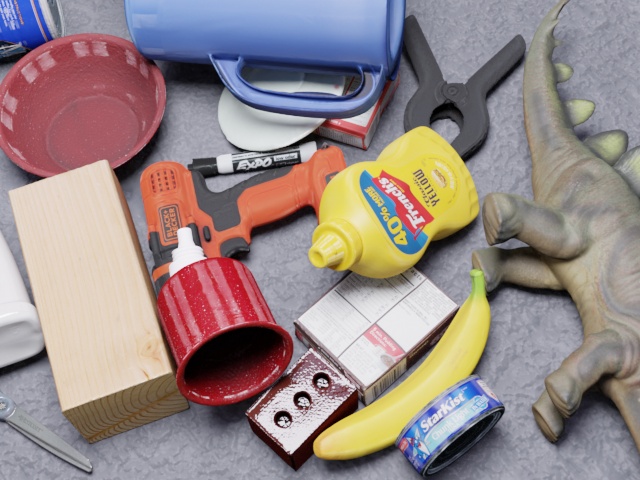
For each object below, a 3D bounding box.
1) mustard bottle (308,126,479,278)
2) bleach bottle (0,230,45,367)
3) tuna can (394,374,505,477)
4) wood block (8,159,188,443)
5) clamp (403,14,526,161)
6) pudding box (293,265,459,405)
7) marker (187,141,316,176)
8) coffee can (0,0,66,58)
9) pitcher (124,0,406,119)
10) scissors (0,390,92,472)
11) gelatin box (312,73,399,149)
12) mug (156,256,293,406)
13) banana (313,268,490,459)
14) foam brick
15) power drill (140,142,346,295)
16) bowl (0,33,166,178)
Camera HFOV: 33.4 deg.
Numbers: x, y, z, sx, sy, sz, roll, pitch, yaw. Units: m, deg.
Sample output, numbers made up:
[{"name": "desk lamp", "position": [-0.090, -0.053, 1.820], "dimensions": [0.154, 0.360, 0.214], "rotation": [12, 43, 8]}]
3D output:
[{"name": "mustard bottle", "position": [0.053, -0.023, 0.879], "dimensions": [0.191, 0.058, 0.096], "rotation": [-33, 93, -45]}, {"name": "bleach bottle", "position": [-0.321, -0.001, 0.937], "dimensions": [0.102, 0.068, 0.251], "rotation": [-18, 54, -15]}, {"name": "tuna can", "position": [0.101, 0.144, 0.827], "dimensions": [0.086, 0.086, 0.034], "rotation": [-34, 67, -13]}, {"name": "wood block", "position": [-0.186, 0.049, 0.894], "dimensions": [0.090, 0.090, 0.206], "rotation": [-19, 63, -6]}, {"name": "clamp", "position": [0.113, -0.138, 0.999], "dimensions": [0.120, 0.039, 0.171], "rotation": [17, 65, 14]}, {"name": "pudding box", "position": [0.047, 0.067, 0.897], "dimensions": [0.113, 0.039, 0.090], "rotation": [-39, 66, -18]}, {"name": "marker", "position": [-0.063, -0.074, 0.989], "dimensions": [0.121, 0.020, 0.020], "rotation": [-8, 62, 0]}, {"name": "coffee can", "position": [-0.330, -0.226, 1.039], "dimensions": [0.140, 0.103, 0.103], "rotation": [-14, 63, -3]}, {"name": "pitcher", "position": [-0.046, -0.202, 0.949], "dimensions": [0.243, 0.145, 0.149], "rotation": [3, 32, 11]}, {"name": "scissors", "position": [-0.266, 0.122, 0.903], "dimensions": [0.202, 0.016, 0.096], "rotation": [15, 65, 11]}, {"name": "gelatin box", "position": [0.026, -0.137, 1.009], "dimensions": [0.073, 0.030, 0.089], "rotation": [19, 65, 15]}, {"name": "mug", "position": [-0.074, 0.074, 0.834], "dimensions": [0.093, 0.117, 0.081], "rotation": [-30, 50, 1]}, {"name": "banana", "position": [0.077, 0.113, 0.859], "dimensions": [0.197, 0.037, 0.069], "rotation": [-47, 111, -12]}, {"name": "foam brick", "position": [-0.013, 0.136, 0.858], "dimensions": [0.053, 0.051, 0.078], "rotation": [39, 71, 20]}, {"name": "power drill", "position": [-0.056, 0.001, 0.927], "dimensions": [0.187, 0.057, 0.184], "rotation": [-13, 70, -4]}, {"name": "bowl", "position": [-0.220, -0.114, 1.000], "dimensions": [0.162, 0.055, 0.162], "rotation": [-2, 63, 3]}]
